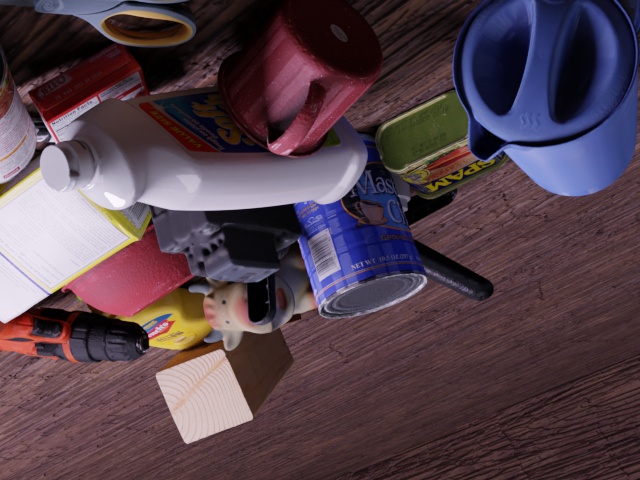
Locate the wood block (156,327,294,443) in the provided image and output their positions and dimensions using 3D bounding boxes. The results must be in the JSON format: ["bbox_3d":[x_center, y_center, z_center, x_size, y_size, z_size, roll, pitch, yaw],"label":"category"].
[{"bbox_3d":[-0.109,0.154,1.283,0.091,0.090,0.206,-22,-174,15],"label":"wood block"}]

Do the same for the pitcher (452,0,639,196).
[{"bbox_3d":[0.204,-0.120,0.874,0.149,0.145,0.242,-10,167,18],"label":"pitcher"}]

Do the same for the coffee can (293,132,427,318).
[{"bbox_3d":[0.028,-0.013,0.975,0.102,0.140,0.103,-15,161,-6],"label":"coffee can"}]

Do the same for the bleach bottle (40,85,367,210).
[{"bbox_3d":[-0.079,-0.059,0.740,0.250,0.103,0.068,-16,151,-50],"label":"bleach bottle"}]

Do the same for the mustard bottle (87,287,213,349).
[{"bbox_3d":[-0.190,0.080,1.175,0.096,0.058,0.191,-22,160,21],"label":"mustard bottle"}]

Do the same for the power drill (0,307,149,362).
[{"bbox_3d":[-0.281,0.081,1.025,0.185,0.057,0.187,1,165,24],"label":"power drill"}]

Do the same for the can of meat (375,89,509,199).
[{"bbox_3d":[0.111,-0.088,0.968,0.102,0.057,0.083,-25,157,21],"label":"can of meat"}]

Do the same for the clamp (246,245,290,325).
[{"bbox_3d":[-0.056,0.001,0.958,0.039,0.120,0.171,-17,-169,23],"label":"clamp"}]

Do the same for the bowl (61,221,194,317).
[{"bbox_3d":[-0.149,0.022,0.958,0.162,0.055,0.162,-34,-179,0],"label":"bowl"}]

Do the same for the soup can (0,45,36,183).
[{"bbox_3d":[-0.222,-0.084,0.675,0.068,0.068,0.102,-14,161,-8],"label":"soup can"}]

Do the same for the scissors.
[{"bbox_3d":[-0.144,-0.153,0.629,0.096,0.016,0.201,-33,156,35],"label":"scissors"}]

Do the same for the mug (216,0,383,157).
[{"bbox_3d":[-0.013,-0.109,0.724,0.093,0.117,0.082,29,135,-19],"label":"mug"}]

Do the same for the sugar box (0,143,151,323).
[{"bbox_3d":[-0.227,-0.007,0.857,0.177,0.048,0.093,-27,118,33],"label":"sugar box"}]

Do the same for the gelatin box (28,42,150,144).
[{"bbox_3d":[-0.155,-0.092,0.740,0.073,0.030,0.089,-32,162,-10],"label":"gelatin box"}]

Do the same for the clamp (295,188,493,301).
[{"bbox_3d":[0.068,-0.001,1.067,0.209,0.164,0.036,0,131,-20],"label":"clamp"}]
